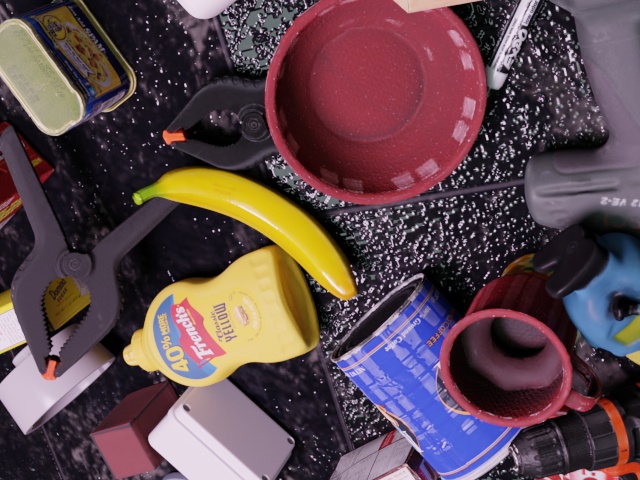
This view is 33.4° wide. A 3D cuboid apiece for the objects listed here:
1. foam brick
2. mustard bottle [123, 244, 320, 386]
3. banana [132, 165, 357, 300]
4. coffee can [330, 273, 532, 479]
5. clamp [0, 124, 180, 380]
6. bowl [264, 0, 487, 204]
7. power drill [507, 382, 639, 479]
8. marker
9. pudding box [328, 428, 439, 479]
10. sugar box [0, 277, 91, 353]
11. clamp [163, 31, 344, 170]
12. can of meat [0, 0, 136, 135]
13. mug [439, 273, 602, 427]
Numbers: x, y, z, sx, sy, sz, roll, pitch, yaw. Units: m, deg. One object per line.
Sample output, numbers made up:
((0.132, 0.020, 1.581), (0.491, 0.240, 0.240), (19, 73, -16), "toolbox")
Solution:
((-0.168, 0.178, 1.006), (0.053, 0.078, 0.051), (-20, 105, 29), "foam brick")
((-0.098, 0.077, 0.942), (0.192, 0.058, 0.096), (-21, 89, 29), "mustard bottle")
((-0.053, -0.016, 0.882), (0.198, 0.069, 0.037), (24, 153, -1), "banana")
((0.093, 0.112, 0.860), (0.140, 0.102, 0.103), (47, 120, -4), "coffee can")
((-0.215, 0.011, 0.902), (0.164, 0.036, 0.210), (20, 91, -9), "clamp")
((0.039, -0.111, 0.791), (0.162, 0.055, 0.162), (-1, 109, -4), "bowl")
((0.241, 0.202, 0.833), (0.184, 0.057, 0.187), (-13, 116, -7), "power drill")
((0.137, -0.142, 0.777), (0.020, 0.020, 0.121), (27, 120, 8), "marker")
((0.053, 0.204, 0.924), (0.114, 0.090, 0.039), (-35, 97, 29), "pudding box")
((-0.295, 0.074, 0.998), (0.176, 0.093, 0.048), (-21, 104, 27), "sugar box")
((-0.040, -0.090, 0.858), (0.172, 0.039, 0.120), (-16, 102, 23), "clamp")
((-0.212, -0.143, 0.874), (0.058, 0.083, 0.102), (-31, 100, 29), "can of meat")
((0.151, 0.081, 0.774), (0.117, 0.081, 0.093), (30, 119, 7), "mug")
